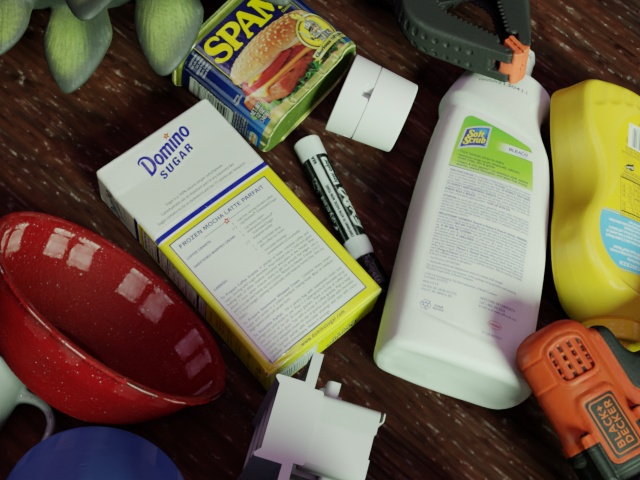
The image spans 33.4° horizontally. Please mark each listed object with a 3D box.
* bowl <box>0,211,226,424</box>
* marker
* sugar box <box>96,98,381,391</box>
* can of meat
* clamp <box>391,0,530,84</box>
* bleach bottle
[{"bbox_3d":[-0.134,0.055,0.619,0.162,0.162,0.055,43,103,10],"label":"bowl"},{"bbox_3d":[0.015,-0.016,0.716,0.020,0.020,0.121,-22,72,-15],"label":"marker"},{"bbox_3d":[-0.054,0.001,0.688,0.093,0.048,0.176,-37,73,-19],"label":"sugar box"},{"bbox_3d":[-0.037,-0.122,0.733,0.084,0.057,0.102,40,70,6],"label":"can of meat"},{"bbox_3d":[0.090,-0.191,0.763,0.164,0.036,0.210,-31,57,-18],"label":"clamp"},{"bbox_3d":[0.112,-0.023,0.709,0.102,0.068,0.250,19,64,-3],"label":"bleach bottle"}]
